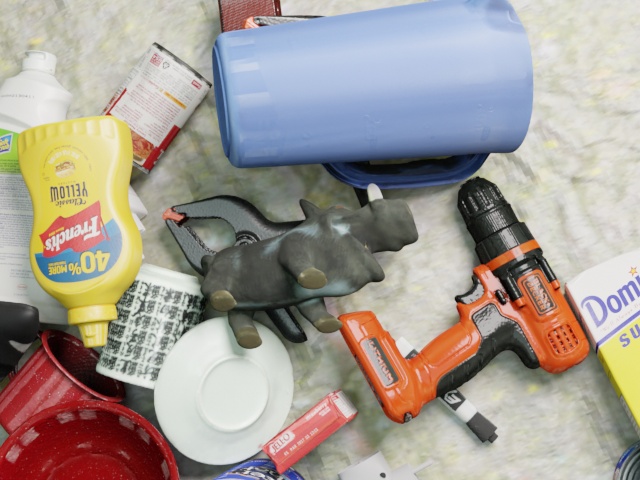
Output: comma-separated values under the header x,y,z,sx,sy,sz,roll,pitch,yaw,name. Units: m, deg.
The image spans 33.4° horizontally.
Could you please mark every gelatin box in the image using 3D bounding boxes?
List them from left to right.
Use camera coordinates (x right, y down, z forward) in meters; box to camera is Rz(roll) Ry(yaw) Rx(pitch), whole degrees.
x,y,z,sx,sy,sz,roll,pitch,yaw,name
-0.008,0.162,0.919,0.073,0.089,0.030,-38,81,4,gelatin box

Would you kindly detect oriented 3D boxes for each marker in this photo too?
x,y,z,sx,sy,sz,roll,pitch,yaw,name
0.109,0.133,0.940,0.121,0.020,0.020,44,92,9,marker

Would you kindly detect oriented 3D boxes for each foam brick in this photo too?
x,y,z,sx,sy,sz,roll,pitch,yaw,name
-0.060,-0.187,0.973,0.051,0.053,0.078,-8,86,8,foam brick

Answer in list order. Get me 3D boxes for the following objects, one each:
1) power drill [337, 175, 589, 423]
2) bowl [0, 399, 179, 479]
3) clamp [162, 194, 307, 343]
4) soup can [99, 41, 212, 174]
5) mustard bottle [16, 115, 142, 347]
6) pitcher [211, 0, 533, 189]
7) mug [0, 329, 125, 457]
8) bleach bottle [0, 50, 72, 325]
x,y,z,sx,sy,sz,roll,pitch,yaw,name
0.112,0.057,0.915,0.187,0.057,0.184,-27,77,-3,power drill
-0.197,0.219,0.897,0.162,0.055,0.162,1,67,-4,bowl
-0.056,0.001,0.966,0.171,0.039,0.120,33,84,3,clamp
-0.155,-0.121,0.974,0.068,0.068,0.102,36,91,9,soup can
-0.201,-0.005,0.909,0.096,0.058,0.191,-8,85,9,mustard bottle
0.039,-0.116,0.867,0.242,0.145,0.149,-7,89,-8,pitcher
-0.244,0.133,0.962,0.081,0.093,0.117,-48,64,7,mug
-0.265,-0.050,0.989,0.102,0.068,0.251,4,84,9,bleach bottle
